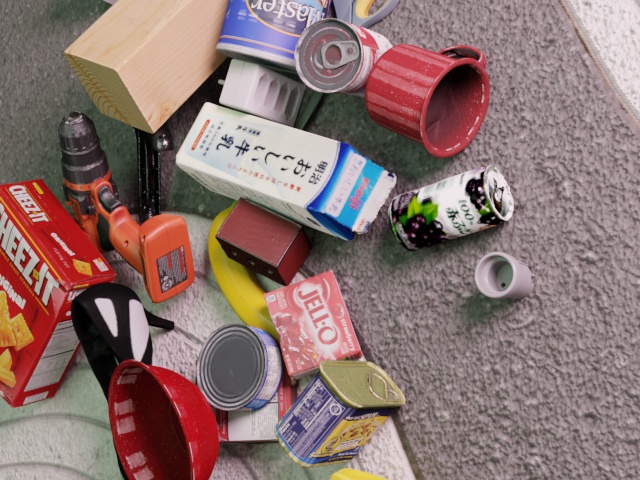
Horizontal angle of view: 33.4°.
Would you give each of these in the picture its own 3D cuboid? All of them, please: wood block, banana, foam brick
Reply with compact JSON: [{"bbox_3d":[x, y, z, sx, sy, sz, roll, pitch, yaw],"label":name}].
[{"bbox_3d":[-0.153,-0.221,1.114,0.090,0.090,0.206,23,63,36],"label":"wood block"},{"bbox_3d":[-0.073,0.041,1.106,0.070,0.037,0.198,-38,63,25],"label":"banana"},{"bbox_3d":[-0.057,0.001,1.073,0.078,0.053,0.051,26,73,22],"label":"foam brick"}]

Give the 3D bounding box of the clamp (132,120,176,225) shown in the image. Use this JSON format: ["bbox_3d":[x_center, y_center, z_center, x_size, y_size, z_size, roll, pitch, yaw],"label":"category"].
[{"bbox_3d":[-0.189,-0.139,1.183,0.165,0.036,0.210,124,141,-61],"label":"clamp"}]

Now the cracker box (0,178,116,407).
[{"bbox_3d":[-0.342,0.063,1.232,0.164,0.071,0.214,48,125,22],"label":"cracker box"}]

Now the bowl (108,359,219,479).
[{"bbox_3d":[-0.148,0.189,1.055,0.162,0.055,0.162,22,119,47],"label":"bowl"}]

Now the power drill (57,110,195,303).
[{"bbox_3d":[-0.214,-0.032,1.152,0.188,0.057,0.184,38,147,37],"label":"power drill"}]

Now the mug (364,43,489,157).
[{"bbox_3d":[0.103,-0.141,0.987,0.082,0.093,0.117,29,68,40],"label":"mug"}]

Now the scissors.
[{"bbox_3d":[0.014,-0.215,1.100,0.202,0.016,0.096,-50,57,19],"label":"scissors"}]

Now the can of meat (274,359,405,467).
[{"bbox_3d":[0.017,0.160,0.984,0.057,0.101,0.084,48,112,30],"label":"can of meat"}]

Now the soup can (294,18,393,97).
[{"bbox_3d":[0.027,-0.172,1.021,0.069,0.102,0.068,2,94,23],"label":"soup can"}]

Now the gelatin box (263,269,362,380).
[{"bbox_3d":[-0.008,0.082,1.039,0.073,0.030,0.089,-19,70,1],"label":"gelatin box"}]

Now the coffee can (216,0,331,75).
[{"bbox_3d":[-0.039,-0.246,1.075,0.103,0.102,0.140,17,95,36],"label":"coffee can"}]

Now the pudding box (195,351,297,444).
[{"bbox_3d":[-0.076,0.162,1.088,0.114,0.039,0.090,-8,75,32],"label":"pudding box"}]

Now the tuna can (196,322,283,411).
[{"bbox_3d":[-0.079,0.126,1.052,0.086,0.033,0.086,-9,73,32],"label":"tuna can"}]
